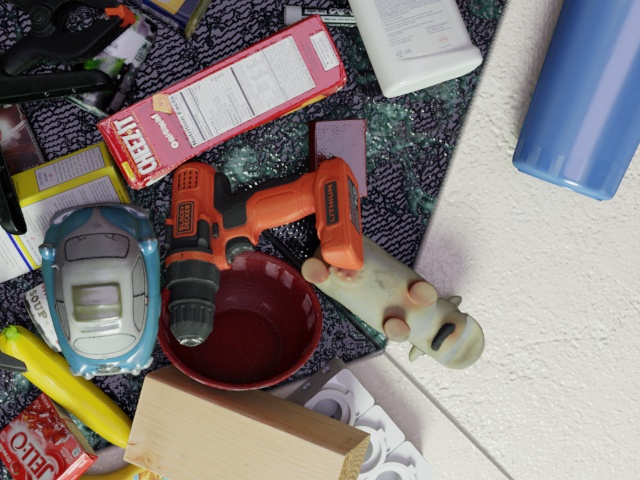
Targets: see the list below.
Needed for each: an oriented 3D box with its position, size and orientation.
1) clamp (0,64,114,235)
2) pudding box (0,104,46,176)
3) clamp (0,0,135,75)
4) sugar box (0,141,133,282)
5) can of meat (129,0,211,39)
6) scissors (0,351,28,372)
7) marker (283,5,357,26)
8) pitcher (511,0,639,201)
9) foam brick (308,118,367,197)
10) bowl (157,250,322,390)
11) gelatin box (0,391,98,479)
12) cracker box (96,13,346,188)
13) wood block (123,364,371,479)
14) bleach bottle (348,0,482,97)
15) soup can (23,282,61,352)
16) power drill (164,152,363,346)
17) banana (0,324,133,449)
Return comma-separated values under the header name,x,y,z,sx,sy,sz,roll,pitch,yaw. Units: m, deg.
name,x,y,z,sx,sy,sz,roll,pitch,yaw
clamp,-0.306,-0.111,0.958,0.210,0.036,0.164,25,88,13
pudding box,-0.326,-0.081,1.013,0.113,0.039,0.090,-23,99,-6
clamp,-0.257,-0.209,0.984,0.171,0.039,0.120,-12,92,11
sugar box,-0.268,-0.021,1.007,0.176,0.048,0.093,-19,139,-4
can of meat,-0.136,-0.256,1.011,0.084,0.057,0.102,30,91,-9
scissors,-0.307,0.086,0.977,0.016,0.202,0.096,8,72,-36
marker,0.025,-0.221,1.058,0.121,0.020,0.020,0,97,-8
pitcher,0.288,-0.165,1.058,0.149,0.145,0.243,21,98,2
foam brick,0.017,-0.082,1.059,0.053,0.051,0.078,-2,97,-8
bowl,-0.080,0.088,1.040,0.162,0.162,0.055,3,142,-4
gelatin box,-0.269,0.204,1.039,0.073,0.030,0.089,-43,58,-1
cracker box,-0.091,-0.124,0.980,0.213,0.164,0.072,-28,98,-4
wood block,-0.069,0.197,1.018,0.206,0.090,0.091,19,99,17
bleach bottle,0.067,-0.271,1.025,0.102,0.068,0.251,-18,88,-9
soup can,-0.225,0.055,1.031,0.102,0.068,0.068,-30,101,-4
power drill,-0.057,0.001,0.994,0.188,0.057,0.184,-8,66,14
banana,-0.249,0.141,1.036,0.037,0.070,0.197,-46,122,-7
